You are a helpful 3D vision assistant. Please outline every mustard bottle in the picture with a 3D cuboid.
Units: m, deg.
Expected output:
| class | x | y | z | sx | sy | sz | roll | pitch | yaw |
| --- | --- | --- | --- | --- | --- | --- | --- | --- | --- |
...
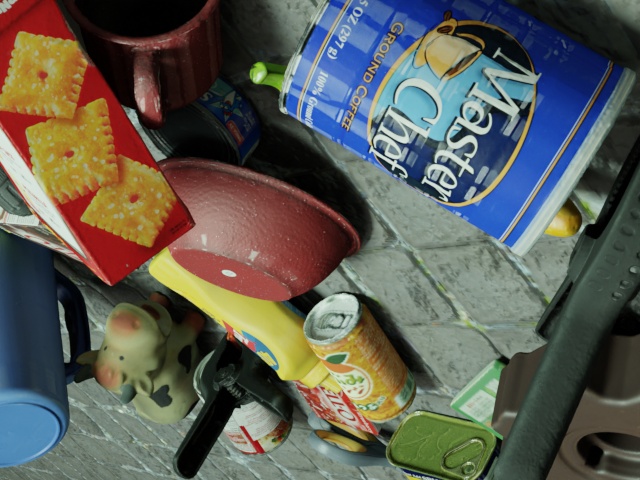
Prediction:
| class | x | y | z | sx | sy | sz | roll | pitch | yaw |
| --- | --- | --- | --- | --- | --- | --- | --- | --- | --- |
| mustard bottle | -0.053 | 0.062 | 0.893 | 0.191 | 0.058 | 0.096 | 39 | 169 | -8 |

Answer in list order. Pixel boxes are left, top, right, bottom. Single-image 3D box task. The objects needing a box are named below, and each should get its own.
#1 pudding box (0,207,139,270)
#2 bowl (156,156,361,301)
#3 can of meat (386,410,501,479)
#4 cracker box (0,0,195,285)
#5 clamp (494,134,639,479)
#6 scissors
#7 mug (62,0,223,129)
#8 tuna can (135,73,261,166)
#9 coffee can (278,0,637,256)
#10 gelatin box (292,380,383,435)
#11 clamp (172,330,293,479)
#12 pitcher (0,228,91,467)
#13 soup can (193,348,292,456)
| class | x | y | z | sx | sy | sz | roll | pitch | yaw |
| --- | --- | --- | --- | --- | --- | --- | --- | --- | --- |
| pudding box | -0.225 | -0.009 | 0.961 | 0.090 | 0.039 | 0.113 | 3 | 159 | 44 |
| bowl | -0.055 | 0.001 | 0.766 | 0.162 | 0.055 | 0.162 | 18 | 162 | 6 |
| can of meat | 0.121 | 0.201 | 0.931 | 0.102 | 0.057 | 0.084 | 5 | 142 | 44 |
| cracker box | -0.176 | -0.094 | 0.629 | 0.164 | 0.072 | 0.213 | 30 | 152 | 57 |
| clamp | 0.148 | 0.012 | 0.553 | 0.036 | 0.164 | 0.210 | 23 | 113 | 7 |
| scissors | 0.071 | 0.212 | 0.997 | 0.202 | 0.016 | 0.096 | 26 | -168 | 18 |
| mug | -0.098 | -0.118 | 0.621 | 0.093 | 0.117 | 0.081 | -6 | 154 | -4 |
| tuna can | -0.084 | -0.082 | 0.737 | 0.086 | 0.033 | 0.086 | 26 | 151 | 16 |
| coffee can | 0.065 | -0.072 | 0.521 | 0.140 | 0.102 | 0.103 | 32 | 152 | 6 |
| gelatin box | 0.014 | 0.134 | 0.970 | 0.073 | 0.030 | 0.089 | 9 | 143 | 39 |
| clamp | -0.083 | 0.139 | 0.954 | 0.039 | 0.120 | 0.171 | 57 | -175 | -22 |
| pitcher | -0.300 | 0.092 | 1.020 | 0.145 | 0.149 | 0.243 | 86 | 166 | -46 |
| soup can | -0.077 | 0.160 | 1.068 | 0.069 | 0.068 | 0.102 | 12 | 144 | 36 |
